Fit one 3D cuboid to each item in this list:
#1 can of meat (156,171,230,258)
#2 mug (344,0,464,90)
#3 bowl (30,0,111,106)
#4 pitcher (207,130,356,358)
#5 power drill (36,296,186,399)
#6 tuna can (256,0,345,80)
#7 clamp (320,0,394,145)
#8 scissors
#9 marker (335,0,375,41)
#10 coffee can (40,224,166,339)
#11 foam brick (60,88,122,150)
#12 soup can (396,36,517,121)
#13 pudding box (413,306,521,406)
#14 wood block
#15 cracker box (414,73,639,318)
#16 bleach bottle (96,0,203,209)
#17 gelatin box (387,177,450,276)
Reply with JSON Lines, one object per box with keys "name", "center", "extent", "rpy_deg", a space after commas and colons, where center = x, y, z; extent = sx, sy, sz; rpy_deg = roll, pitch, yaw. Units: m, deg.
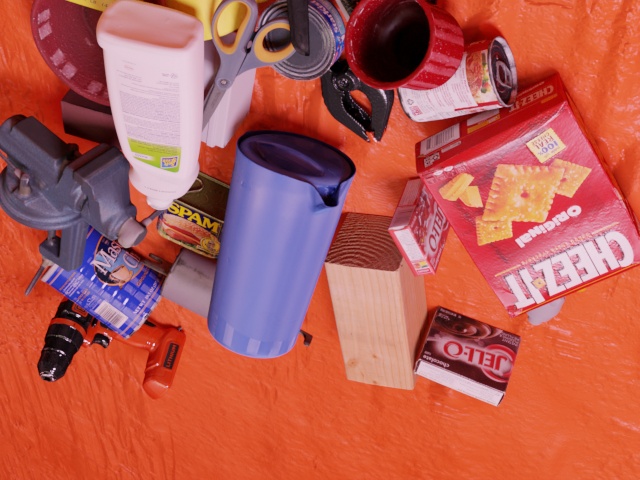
{"name": "can of meat", "center": [-0.150, -0.033, 1.322], "extent": [0.102, 0.057, 0.084], "rpy_deg": [25, 140, 1]}
{"name": "mug", "center": [0.084, -0.195, 0.990], "extent": [0.093, 0.081, 0.117], "rpy_deg": [15, 99, 31]}
{"name": "bowl", "center": [-0.233, -0.227, 1.170], "extent": [0.162, 0.055, 0.162], "rpy_deg": [14, 136, 13]}
{"name": "pitcher", "center": [-0.058, 0.001, 1.207], "extent": [0.145, 0.149, 0.243], "rpy_deg": [18, 116, 5]}
{"name": "power drill", "center": [-0.290, 0.147, 1.489], "extent": [0.187, 0.184, 0.057], "rpy_deg": [32, 139, -21]}
{"name": "tuna can", "center": [-0.018, -0.204, 1.061], "extent": [0.086, 0.033, 0.086], "rpy_deg": [14, 128, 19]}
{"name": "clamp", "center": [0.019, -0.176, 1.110], "extent": [0.120, 0.039, 0.171], "rpy_deg": [4, 127, 32]}
{"name": "scissors", "center": [-0.077, -0.165, 1.075], "extent": [0.096, 0.016, 0.202], "rpy_deg": [8, 141, -6]}
{"name": "marker", "center": [0.018, -0.243, 1.029], "extent": [0.020, 0.020, 0.121], "rpy_deg": [-26, 96, 41]}
{"name": "coffee can", "center": [-0.289, 0.052, 1.439], "extent": [0.140, 0.102, 0.103], "rpy_deg": [38, 137, -12]}
{"name": "foam brick", "center": [-0.260, -0.150, 1.261], "extent": [0.078, 0.053, 0.051], "rpy_deg": [18, 137, 10]}
{"name": "soup can", "center": [0.134, -0.157, 1.050], "extent": [0.102, 0.068, 0.068], "rpy_deg": [-7, 128, 32]}
{"name": "pudding box", "center": [0.181, 0.141, 1.305], "extent": [0.113, 0.090, 0.039], "rpy_deg": [19, 138, 8]}
{"name": "wood block", "center": [0.073, 0.076, 1.293], "extent": [0.090, 0.090, 0.206], "rpy_deg": [7, 134, 20]}
{"name": "cracker box", "center": [0.218, -0.039, 1.092], "extent": [0.164, 0.072, 0.213], "rpy_deg": [-25, 118, 21]}
{"name": "bleach bottle", "center": [-0.173, -0.124, 1.097], "extent": [0.102, 0.068, 0.251], "rpy_deg": [14, 141, 3]}
{"name": "gelatin box", "center": [0.112, -0.016, 1.183], "extent": [0.030, 0.089, 0.073], "rpy_deg": [-10, 127, 31]}
